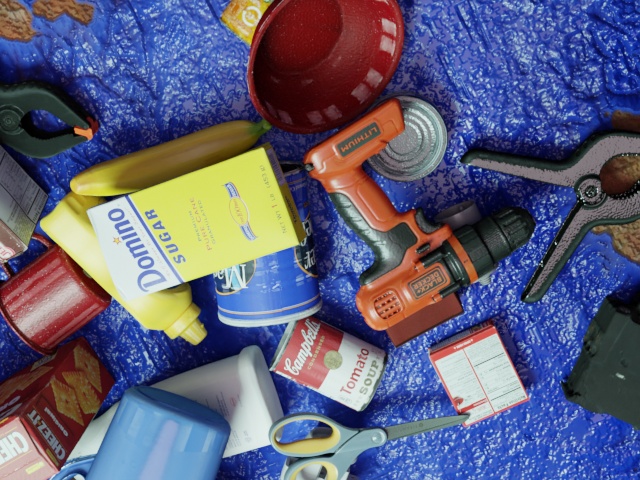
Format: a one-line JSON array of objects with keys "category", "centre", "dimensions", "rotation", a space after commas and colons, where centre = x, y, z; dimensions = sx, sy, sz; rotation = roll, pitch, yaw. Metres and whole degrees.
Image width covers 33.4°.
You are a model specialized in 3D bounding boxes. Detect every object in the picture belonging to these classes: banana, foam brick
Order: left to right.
[{"category": "banana", "centre": [-0.141, -0.082, 1.027], "dimensions": [0.197, 0.069, 0.037], "rotation": [-20, 78, -3]}, {"category": "foam brick", "centre": [0.096, 0.061, 1.058], "dimensions": [0.078, 0.053, 0.051], "rotation": [-29, 100, 8]}]

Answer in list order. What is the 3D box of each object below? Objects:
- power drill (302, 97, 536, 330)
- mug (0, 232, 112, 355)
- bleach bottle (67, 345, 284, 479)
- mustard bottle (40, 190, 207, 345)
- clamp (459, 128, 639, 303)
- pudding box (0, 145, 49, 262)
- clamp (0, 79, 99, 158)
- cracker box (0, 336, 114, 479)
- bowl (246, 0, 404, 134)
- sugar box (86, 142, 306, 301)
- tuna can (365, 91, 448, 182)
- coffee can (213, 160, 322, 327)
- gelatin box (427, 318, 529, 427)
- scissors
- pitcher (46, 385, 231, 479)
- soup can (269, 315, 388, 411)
[{"category": "power drill", "centre": [0.084, -0.034, 0.987], "dimensions": [0.184, 0.057, 0.187], "rotation": [-31, 95, -2]}, {"category": "mug", "centre": [-0.269, 0.044, 1.062], "dimensions": [0.081, 0.093, 0.117], "rotation": [-36, 89, 6]}, {"category": "bleach bottle", "centre": [-0.170, 0.190, 1.101], "dimensions": [0.251, 0.068, 0.102], "rotation": [-16, 102, 9]}, {"category": "mustard bottle", "centre": [-0.184, 0.030, 1.046], "dimensions": [0.058, 0.096, 0.191], "rotation": [-43, 97, 9]}, {"category": "clamp", "centre": [0.248, -0.055, 1.029], "dimensions": [0.210, 0.036, 0.164], "rotation": [-31, 100, 8]}, {"category": "pudding box", "centre": [-0.318, -0.048, 1.021], "dimensions": [0.039, 0.090, 0.113], "rotation": [-25, 122, 19]}, {"category": "clamp", "centre": [-0.305, -0.132, 1.041], "dimensions": [0.171, 0.039, 0.120], "rotation": [1, 123, 0]}, {"category": "cracker box", "centre": [-0.305, 0.189, 1.030], "dimensions": [0.164, 0.213, 0.072], "rotation": [-31, 100, 10]}, {"category": "bowl", "centre": [-0.005, -0.180, 0.983], "dimensions": [0.162, 0.055, 0.162], "rotation": [-19, 134, -20]}, {"category": "sugar box", "centre": [-0.111, -0.015, 0.954], "dimensions": [0.176, 0.048, 0.093], "rotation": [-19, 96, 11]}, {"category": "tuna can", "centre": [0.080, -0.100, 1.031], "dimensions": [0.086, 0.033, 0.086], "rotation": [1, 103, 3]}, {"category": "coffee can", "centre": [-0.057, 0.001, 1.028], "dimensions": [0.103, 0.103, 0.140], "rotation": [-6, 103, 5]}, {"category": "gelatin box", "centre": [0.160, 0.135, 1.083], "dimensions": [0.073, 0.030, 0.089], "rotation": [-26, 101, 8]}, {"category": "scissors", "centre": [0.047, 0.214, 1.064], "dimensions": [0.201, 0.016, 0.096], "rotation": [5, 94, -8]}, {"category": "pitcher", "centre": [-0.184, 0.262, 1.003], "dimensions": [0.149, 0.145, 0.243], "rotation": [22, 87, -27]}, {"category": "soup can", "centre": [0.008, 0.121, 1.070], "dimensions": [0.102, 0.068, 0.068], "rotation": [26, 103, -3]}]
